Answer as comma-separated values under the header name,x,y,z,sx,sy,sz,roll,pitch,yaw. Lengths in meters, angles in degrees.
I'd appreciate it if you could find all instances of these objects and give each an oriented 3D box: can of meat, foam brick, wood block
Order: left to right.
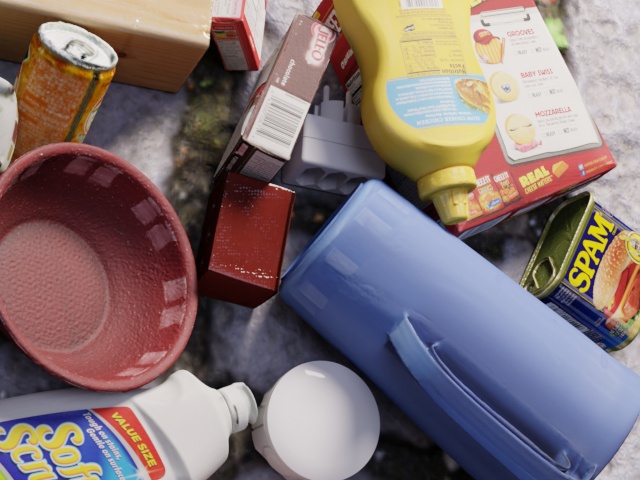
name,x,y,z,sx,sy,sz,roll,pitch,yaw
wood block,-0.184,-0.175,0.728,0.205,0.091,0.090,9,73,-20
foam brick,-0.055,0.001,0.745,0.051,0.053,0.078,16,67,-17
can of meat,0.215,0.027,0.843,0.084,0.058,0.102,35,64,-11

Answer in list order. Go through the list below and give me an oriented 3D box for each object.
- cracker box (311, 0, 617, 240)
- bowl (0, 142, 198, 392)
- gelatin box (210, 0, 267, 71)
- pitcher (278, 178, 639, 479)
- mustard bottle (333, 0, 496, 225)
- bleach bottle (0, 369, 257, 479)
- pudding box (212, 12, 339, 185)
name,x,y,z,sx,sy,sz,roll,pitch,yaw
cracker box,0.111,-0.117,0.840,0.164,0.072,0.214,-22,81,-26
bowl,-0.156,0.022,0.677,0.161,0.055,0.162,23,57,-41
gelatin box,-0.061,-0.181,0.789,0.030,0.073,0.089,2,70,7
pitcher,0.091,0.073,0.732,0.243,0.149,0.144,40,63,-2
mustard bottle,0.073,-0.104,0.748,0.096,0.058,0.191,-6,75,-24
bleach bottle,-0.158,0.130,0.657,0.250,0.068,0.102,-15,80,-28
pudding box,-0.032,-0.094,0.764,0.039,0.090,0.113,27,66,-9
